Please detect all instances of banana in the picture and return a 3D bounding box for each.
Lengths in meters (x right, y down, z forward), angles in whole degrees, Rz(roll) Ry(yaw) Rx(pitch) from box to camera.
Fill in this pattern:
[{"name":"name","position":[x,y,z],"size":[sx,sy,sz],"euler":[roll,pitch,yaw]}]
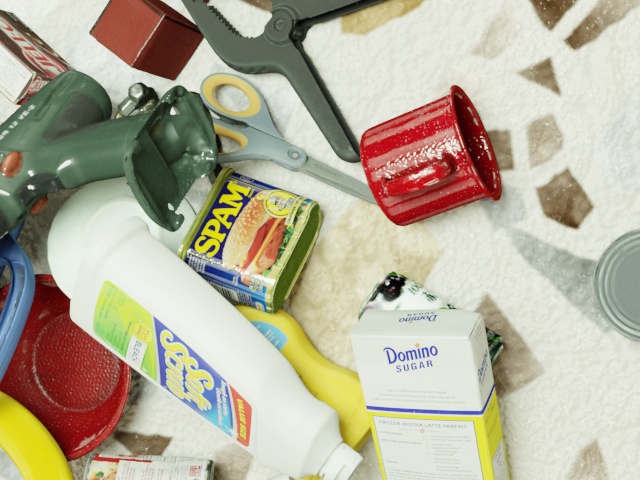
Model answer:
[{"name":"banana","position":[-0.246,0.181,0.870],"size":[0.198,0.069,0.037],"euler":[55,150,29]}]

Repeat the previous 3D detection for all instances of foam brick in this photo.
[{"name":"foam brick","position":[-0.143,-0.173,0.889],"size":[0.053,0.078,0.051],"euler":[38,102,16]}]

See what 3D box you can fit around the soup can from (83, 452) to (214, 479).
[{"name":"soup can","position":[-0.141,0.212,0.882],"size":[0.102,0.068,0.068],"euler":[3,91,-2]}]

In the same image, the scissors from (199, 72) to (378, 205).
[{"name":"scissors","position":[-0.026,-0.085,0.878],"size":[0.201,0.016,0.096],"euler":[12,59,-4]}]

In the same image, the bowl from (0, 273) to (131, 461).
[{"name":"bowl","position":[-0.226,0.109,0.929],"size":[0.162,0.055,0.162],"euler":[0,90,18]}]

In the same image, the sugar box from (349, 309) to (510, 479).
[{"name":"sugar box","position":[0.086,0.136,0.796],"size":[0.093,0.048,0.176],"euler":[0,114,25]}]

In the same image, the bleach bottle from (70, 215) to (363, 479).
[{"name":"bleach bottle","position":[-0.073,0.093,0.803],"size":[0.251,0.068,0.103],"euler":[36,133,12]}]

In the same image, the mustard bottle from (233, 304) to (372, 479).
[{"name":"mustard bottle","position":[-0.044,0.108,0.869],"size":[0.192,0.058,0.096],"euler":[39,100,13]}]

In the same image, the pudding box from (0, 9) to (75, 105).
[{"name":"pudding box","position":[-0.265,-0.159,0.921],"size":[0.113,0.090,0.039],"euler":[40,102,14]}]

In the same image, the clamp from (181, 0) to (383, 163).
[{"name":"clamp","position":[-0.025,-0.162,0.871],"size":[0.210,0.036,0.164],"euler":[17,94,18]}]

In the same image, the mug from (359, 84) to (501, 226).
[{"name":"mug","position":[0.079,-0.056,0.801],"size":[0.082,0.117,0.093],"euler":[-21,103,21]}]

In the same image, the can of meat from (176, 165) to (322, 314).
[{"name":"can of meat","position":[-0.056,0.001,0.858],"size":[0.084,0.057,0.102],"euler":[20,66,14]}]
